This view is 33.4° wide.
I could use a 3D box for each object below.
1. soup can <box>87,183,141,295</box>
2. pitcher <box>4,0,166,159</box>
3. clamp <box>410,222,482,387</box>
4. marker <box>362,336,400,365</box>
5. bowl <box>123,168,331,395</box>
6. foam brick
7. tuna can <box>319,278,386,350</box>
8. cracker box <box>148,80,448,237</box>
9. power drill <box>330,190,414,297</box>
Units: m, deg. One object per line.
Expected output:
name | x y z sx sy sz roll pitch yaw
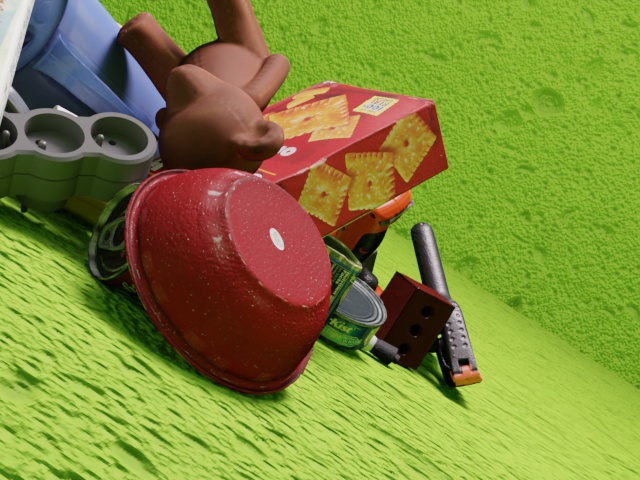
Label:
soup can | -0.096 0.012 0.722 0.102 0.068 0.069 28 7 -38
pitcher | -0.202 -0.128 0.919 0.145 0.149 0.242 -12 -27 19
clamp | 0.129 0.082 1.129 0.036 0.164 0.210 -11 20 -2
marker | 0.022 0.082 1.007 0.121 0.020 0.020 32 6 -3
bowl | -0.044 0.012 0.671 0.162 0.055 0.162 34 38 -32
foam brick | 0.085 0.080 1.066 0.053 0.078 0.051 27 8 -28
tuna can | 0.016 0.060 0.969 0.086 0.034 0.086 27 24 -14
cracker box | -0.029 -0.060 0.883 0.164 0.213 0.072 22 -47 53
power drill | 0.010 -0.023 1.110 0.184 0.057 0.188 42 -34 15
